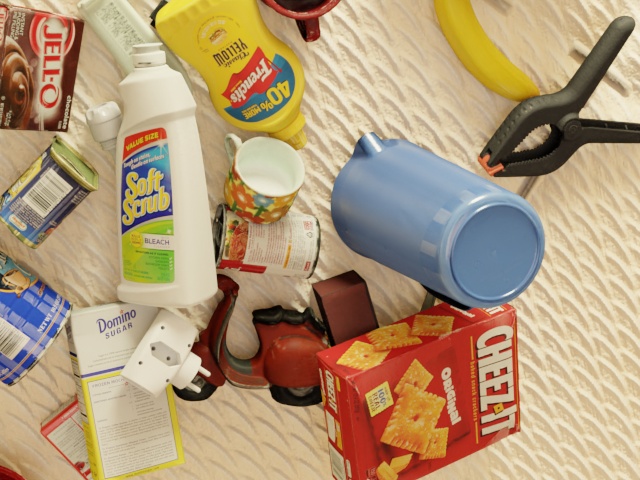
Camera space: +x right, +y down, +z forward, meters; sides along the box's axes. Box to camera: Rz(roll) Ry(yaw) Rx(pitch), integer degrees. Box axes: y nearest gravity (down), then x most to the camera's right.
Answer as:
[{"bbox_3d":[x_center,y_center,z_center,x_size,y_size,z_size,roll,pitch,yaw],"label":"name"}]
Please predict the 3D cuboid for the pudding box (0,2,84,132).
[{"bbox_3d":[-0.272,-0.160,0.998,0.089,0.039,0.113,-4,111,-54],"label":"pudding box"}]

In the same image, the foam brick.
[{"bbox_3d":[0.029,0.079,1.142,0.051,0.053,0.078,-20,106,-8],"label":"foam brick"}]

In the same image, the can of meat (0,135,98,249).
[{"bbox_3d":[-0.261,-0.046,1.019,0.084,0.102,0.057,-45,109,2],"label":"can of meat"}]

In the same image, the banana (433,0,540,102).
[{"bbox_3d":[0.165,-0.217,1.109,0.069,0.037,0.198,-30,108,-5],"label":"banana"}]

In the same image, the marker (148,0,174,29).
[{"bbox_3d":[-0.129,-0.258,1.040,0.020,0.020,0.121,33,94,-18],"label":"marker"}]

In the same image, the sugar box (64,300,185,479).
[{"bbox_3d":[-0.200,0.151,1.088,0.093,0.048,0.176,-10,92,-25],"label":"sugar box"}]

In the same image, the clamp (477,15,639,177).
[{"bbox_3d":[0.263,-0.137,1.138,0.210,0.036,0.164,-24,126,-3],"label":"clamp"}]

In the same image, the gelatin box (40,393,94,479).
[{"bbox_3d":[-0.238,0.204,1.123,0.073,0.030,0.089,-39,108,-3],"label":"gelatin box"}]

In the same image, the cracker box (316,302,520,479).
[{"bbox_3d":[0.110,0.164,1.133,0.213,0.072,0.164,-19,119,-23],"label":"cracker box"}]

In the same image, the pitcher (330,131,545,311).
[{"bbox_3d":[0.116,-0.008,1.041,0.149,0.243,0.145,17,97,-23],"label":"pitcher"}]

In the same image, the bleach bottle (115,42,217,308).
[{"bbox_3d":[-0.160,-0.064,1.036,0.103,0.068,0.251,4,108,29],"label":"bleach bottle"}]

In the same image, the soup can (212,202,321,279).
[{"bbox_3d":[-0.057,0.001,1.095,0.102,0.068,0.068,7,102,-15],"label":"soup can"}]

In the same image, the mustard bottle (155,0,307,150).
[{"bbox_3d":[-0.071,-0.165,1.048,0.096,0.058,0.191,-32,118,9],"label":"mustard bottle"}]

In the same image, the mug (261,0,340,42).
[{"bbox_3d":[-0.022,-0.250,1.034,0.093,0.081,0.117,-19,107,-8],"label":"mug"}]

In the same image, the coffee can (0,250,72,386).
[{"bbox_3d":[-0.326,0.059,1.028,0.140,0.103,0.103,40,92,-19],"label":"coffee can"}]
